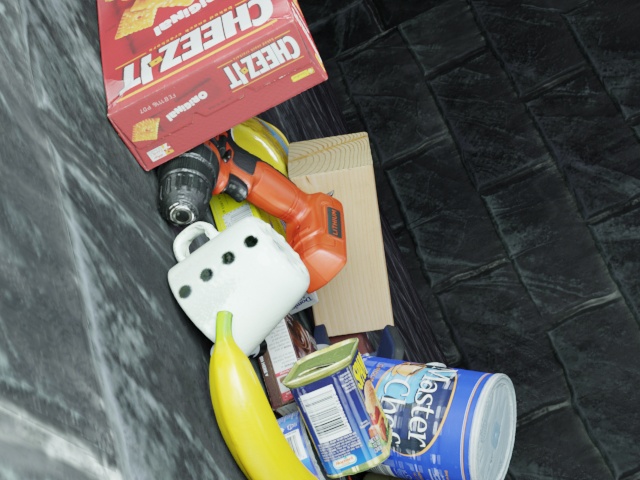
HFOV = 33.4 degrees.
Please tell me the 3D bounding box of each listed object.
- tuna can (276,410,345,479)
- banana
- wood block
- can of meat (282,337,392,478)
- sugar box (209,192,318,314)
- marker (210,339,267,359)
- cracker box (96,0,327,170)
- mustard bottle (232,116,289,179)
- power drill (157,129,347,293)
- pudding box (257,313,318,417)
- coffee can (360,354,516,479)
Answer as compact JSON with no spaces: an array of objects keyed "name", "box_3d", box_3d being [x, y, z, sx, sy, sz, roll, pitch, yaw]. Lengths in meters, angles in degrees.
[{"name":"tuna can","box_3d":[-0.010,0.179,0.855,0.086,0.034,0.086,63,7,-16]},{"name":"banana","box_3d":[-0.032,0.144,0.747,0.198,0.037,0.069,66,33,-26]},{"name":"wood block","box_3d":[0.023,-0.005,1.193,0.090,0.091,0.206,-93,174,-61]},{"name":"can of meat","box_3d":[0.016,0.131,0.838,0.102,0.057,0.084,-37,105,-82]},{"name":"sugar box","box_3d":[-0.057,0.001,1.068,0.093,0.048,0.176,69,9,28]},{"name":"marker","box_3d":[-0.062,0.086,0.846,0.020,0.020,0.121,66,7,7]},{"name":"cracker box","box_3d":[-0.099,-0.177,0.886,0.072,0.164,0.214,56,11,-41]},{"name":"mustard bottle","box_3d":[-0.070,-0.102,1.259,0.096,0.058,0.191,49,9,-7]},{"name":"power drill","box_3d":[-0.060,-0.035,0.918,0.187,0.057,0.184,39,28,-26]},{"name":"pudding box","box_3d":[-0.022,0.118,0.950,0.113,0.039,0.090,49,18,-63]},{"name":"coffee can","box_3d":[0.087,0.157,0.924,0.102,0.140,0.103,-18,110,-60]}]
